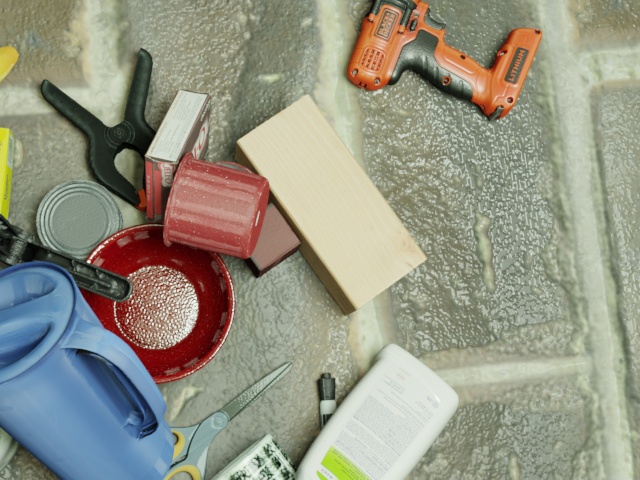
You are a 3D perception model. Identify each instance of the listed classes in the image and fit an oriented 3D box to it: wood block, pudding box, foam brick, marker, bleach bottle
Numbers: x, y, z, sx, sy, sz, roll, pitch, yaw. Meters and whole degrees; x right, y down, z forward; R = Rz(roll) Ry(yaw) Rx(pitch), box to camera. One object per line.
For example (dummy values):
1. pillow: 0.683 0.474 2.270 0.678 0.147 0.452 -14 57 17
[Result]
1. wood block: 0.007 -0.034 1.100 0.090 0.090 0.206 -35 87 -10
2. pudding box: -0.143 -0.084 1.071 0.039 0.090 0.113 12 47 2
3. foam brick: -0.057 0.001 1.094 0.053 0.078 0.051 -35 87 -8
4. marker: 0.010 0.197 1.100 0.020 0.020 0.121 -3 81 -6
5. bleach bottle: 0.025 0.215 1.025 0.103 0.068 0.250 37 57 16

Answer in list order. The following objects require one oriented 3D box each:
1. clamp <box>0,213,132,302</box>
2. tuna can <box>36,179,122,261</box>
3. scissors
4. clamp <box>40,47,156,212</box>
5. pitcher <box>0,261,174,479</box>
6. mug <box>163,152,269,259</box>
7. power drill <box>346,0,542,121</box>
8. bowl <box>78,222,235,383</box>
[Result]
1. clamp: -0.284 0.011 1.029 0.164 0.210 0.036 32 76 -33
2. tuna can: -0.247 -0.018 1.100 0.086 0.034 0.086 1 81 -5
3. scissors: -0.104 0.206 1.089 0.201 0.016 0.096 -22 86 -8
4. clamp: -0.203 -0.118 1.119 0.120 0.039 0.171 -29 88 -4
5. pitcher: -0.218 0.143 0.966 0.145 0.242 0.149 -32 44 -6
6. mug: -0.095 -0.037 1.025 0.081 0.093 0.117 14 37 3
7. power drill: 0.140 -0.226 1.160 0.187 0.057 0.184 22 83 1
8. bowl: -0.168 0.065 1.084 0.162 0.055 0.162 1 81 -6
